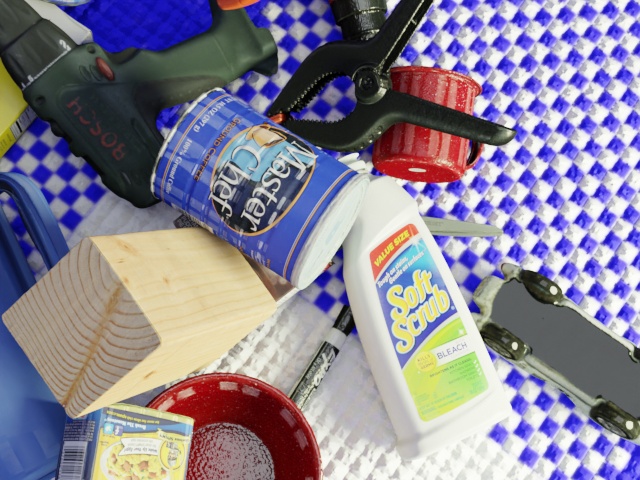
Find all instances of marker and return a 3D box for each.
[{"bbox_3d":[-0.001,0.105,0.906,0.020,0.020,0.121,32,76,3],"label":"marker"}]

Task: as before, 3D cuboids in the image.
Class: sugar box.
[{"bbox_3d":[-0.287,-0.137,0.929,0.093,0.048,0.176,35,78,4],"label":"sugar box"}]

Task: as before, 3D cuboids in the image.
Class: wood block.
[{"bbox_3d":[-0.124,0.053,0.795,0.091,0.205,0.090,-40,80,16],"label":"wood block"}]

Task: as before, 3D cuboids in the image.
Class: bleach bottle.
[{"bbox_3d":[0.063,0.048,0.891,0.102,0.068,0.251,-23,83,-14],"label":"bleach bottle"}]

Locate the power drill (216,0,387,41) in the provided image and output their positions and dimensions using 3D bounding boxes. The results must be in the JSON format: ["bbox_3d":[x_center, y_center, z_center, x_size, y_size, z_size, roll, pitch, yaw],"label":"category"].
[{"bbox_3d":[-0.014,-0.230,0.917,0.187,0.057,0.184,-8,81,-52],"label":"power drill"}]

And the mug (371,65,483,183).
[{"bbox_3d":[0.098,-0.095,0.933,0.117,0.093,0.081,16,78,-38],"label":"mug"}]

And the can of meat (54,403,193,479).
[{"bbox_3d":[-0.145,0.166,0.786,0.101,0.058,0.084,21,68,-41],"label":"can of meat"}]

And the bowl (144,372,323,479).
[{"bbox_3d":[-0.080,0.190,0.861,0.162,0.055,0.162,1,77,-4],"label":"bowl"}]

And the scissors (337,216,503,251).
[{"bbox_3d":[0.055,-0.034,0.943,0.201,0.016,0.096,-10,81,-6],"label":"scissors"}]

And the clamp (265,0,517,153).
[{"bbox_3d":[0.052,-0.121,0.876,0.210,0.036,0.164,-26,80,22],"label":"clamp"}]

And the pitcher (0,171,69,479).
[{"bbox_3d":[-0.260,0.074,0.837,0.144,0.149,0.243,-26,83,-30],"label":"pitcher"}]

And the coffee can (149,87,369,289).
[{"bbox_3d":[-0.047,-0.041,0.836,0.140,0.103,0.102,32,76,11],"label":"coffee can"}]
